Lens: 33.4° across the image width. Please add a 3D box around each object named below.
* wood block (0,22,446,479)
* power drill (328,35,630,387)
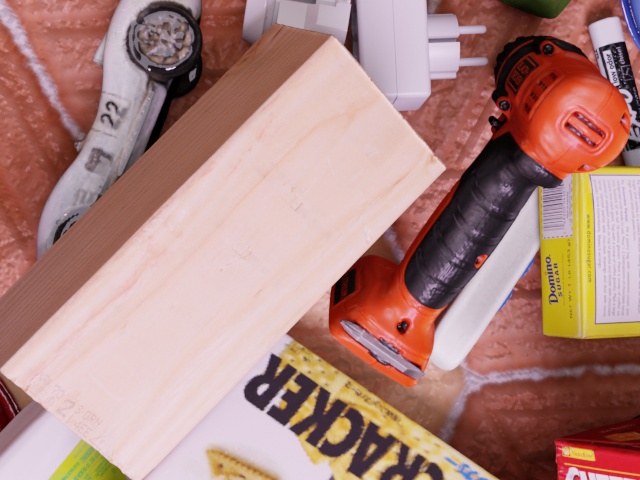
[{"bbox_3d":[-0.053,0.001,0.520,0.206,0.091,0.090,-46,114,-4],"label":"wood block"},{"bbox_3d":[0.079,-0.026,0.570,0.057,0.184,0.188,34,106,-7],"label":"power drill"}]
